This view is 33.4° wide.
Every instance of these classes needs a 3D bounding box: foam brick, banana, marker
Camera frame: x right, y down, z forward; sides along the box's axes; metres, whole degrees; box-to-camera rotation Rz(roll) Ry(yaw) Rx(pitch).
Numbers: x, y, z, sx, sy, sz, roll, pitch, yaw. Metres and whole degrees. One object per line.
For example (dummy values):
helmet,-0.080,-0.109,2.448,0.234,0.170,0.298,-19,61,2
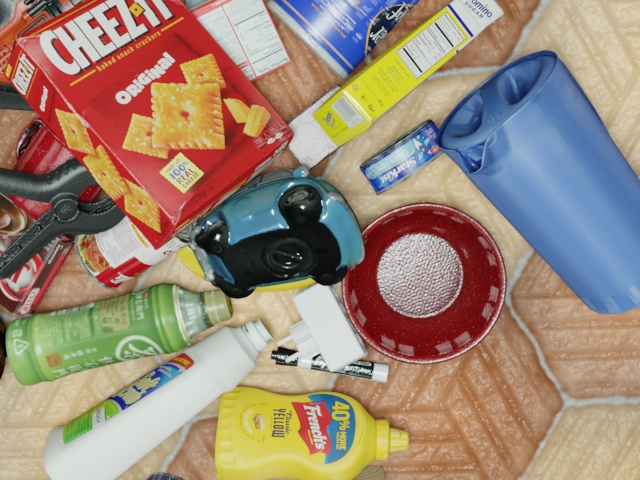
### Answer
foam brick,0.002,-0.110,1.043,0.078,0.053,0.051,-37,96,6
banana,-0.064,0.019,1.071,0.198,0.037,0.070,11,99,-1
marker,0.009,0.127,1.095,0.121,0.020,0.020,9,98,0

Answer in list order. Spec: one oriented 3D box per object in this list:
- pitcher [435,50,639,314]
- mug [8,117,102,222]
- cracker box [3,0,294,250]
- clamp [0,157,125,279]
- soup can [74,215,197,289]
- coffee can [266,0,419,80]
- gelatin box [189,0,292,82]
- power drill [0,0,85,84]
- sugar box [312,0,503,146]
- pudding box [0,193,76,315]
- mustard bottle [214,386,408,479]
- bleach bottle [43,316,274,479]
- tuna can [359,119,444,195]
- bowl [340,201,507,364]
pitcher,0.235,-0.055,1.004,0.149,0.145,0.242,-41,108,4
mug,-0.260,-0.072,1.042,0.117,0.093,0.081,43,103,26
cracker box,-0.152,-0.124,0.969,0.214,0.072,0.164,50,56,1
clamp,-0.243,-0.041,0.975,0.171,0.039,0.120,-25,133,-11
soup can,-0.179,-0.005,1.042,0.102,0.068,0.068,-29,97,19
coffee can,0.034,-0.236,0.998,0.103,0.103,0.140,44,96,-5
gelatin box,-0.079,-0.196,1.033,0.073,0.030,0.089,-26,111,0
power drill,-0.289,-0.270,1.021,0.184,0.057,0.187,-37,96,6
sugar box,0.079,-0.163,0.983,0.176,0.093,0.048,-43,97,-18
pudding box,-0.309,0.007,1.054,0.114,0.039,0.090,35,98,21
mustard bottle,-0.008,0.197,1.071,0.191,0.096,0.058,3,139,-1
bleach bottle,-0.157,0.159,1.072,0.251,0.102,0.068,-36,105,-1
tuna can,0.081,-0.081,1.029,0.086,0.086,0.034,-34,95,5
bowl,0.101,0.039,1.062,0.162,0.055,0.162,0,98,1
